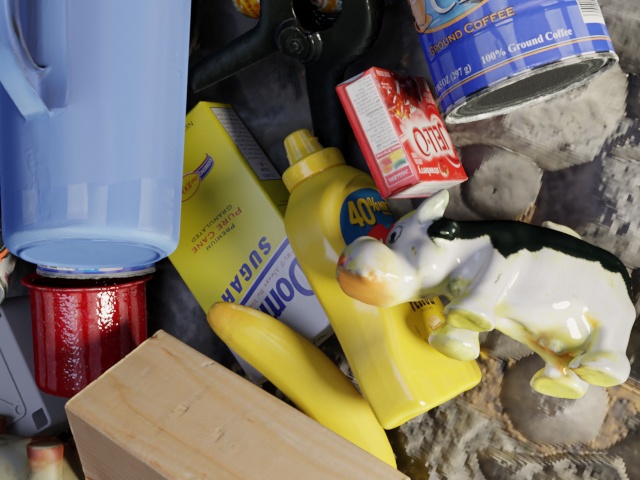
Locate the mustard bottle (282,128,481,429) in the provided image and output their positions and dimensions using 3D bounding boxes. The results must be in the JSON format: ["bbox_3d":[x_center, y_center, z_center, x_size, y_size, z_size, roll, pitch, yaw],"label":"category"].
[{"bbox_3d":[0.027,0.017,0.662,0.058,0.096,0.192,-34,78,30],"label":"mustard bottle"}]

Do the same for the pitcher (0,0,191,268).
[{"bbox_3d":[-0.150,-0.111,0.675,0.145,0.149,0.243,155,116,-63],"label":"pitcher"}]

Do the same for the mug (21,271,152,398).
[{"bbox_3d":[-0.173,0.064,0.784,0.117,0.093,0.081,14,107,58],"label":"mug"}]

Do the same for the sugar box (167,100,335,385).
[{"bbox_3d":[-0.055,0.001,0.734,0.093,0.048,0.176,-42,74,23],"label":"sugar box"}]

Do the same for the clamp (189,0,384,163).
[{"bbox_3d":[-0.019,-0.129,0.668,0.120,0.039,0.172,22,128,4],"label":"clamp"}]

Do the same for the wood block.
[{"bbox_3d":[-0.052,0.153,0.667,0.206,0.090,0.091,26,138,32],"label":"wood block"}]

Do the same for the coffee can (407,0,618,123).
[{"bbox_3d":[0.098,-0.150,0.610,0.103,0.102,0.140,-20,84,27],"label":"coffee can"}]

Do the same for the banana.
[{"bbox_3d":[0.000,0.116,0.689,0.070,0.037,0.198,-25,102,17],"label":"banana"}]

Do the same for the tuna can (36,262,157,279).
[{"bbox_3d":[-0.160,0.005,0.766,0.086,0.086,0.034,4,98,28],"label":"tuna can"}]

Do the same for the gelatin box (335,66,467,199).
[{"bbox_3d":[0.052,-0.064,0.648,0.030,0.089,0.073,-25,82,25],"label":"gelatin box"}]
